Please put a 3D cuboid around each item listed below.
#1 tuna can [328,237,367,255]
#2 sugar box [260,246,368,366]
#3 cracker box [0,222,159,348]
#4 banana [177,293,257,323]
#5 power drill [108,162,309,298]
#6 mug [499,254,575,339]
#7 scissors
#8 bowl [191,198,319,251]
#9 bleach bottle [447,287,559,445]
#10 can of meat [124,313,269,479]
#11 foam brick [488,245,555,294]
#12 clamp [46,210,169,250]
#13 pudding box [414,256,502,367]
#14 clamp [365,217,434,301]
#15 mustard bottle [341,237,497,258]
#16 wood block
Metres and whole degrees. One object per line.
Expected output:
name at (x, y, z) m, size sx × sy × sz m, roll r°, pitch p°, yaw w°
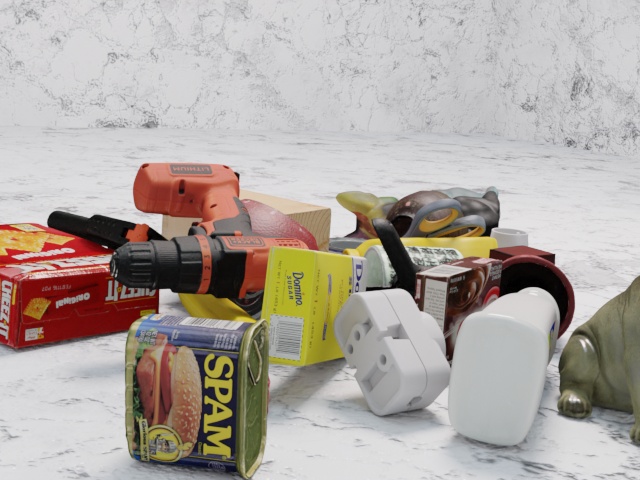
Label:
tuna can at (0.041, 0.020, 1.362) m, size 0.086 × 0.034 × 0.086 m, roll 4°, pitch 11°, yaw -1°
sugar box at (-0.001, 0.055, 0.915) m, size 0.048 × 0.093 × 0.176 m, roll 7°, pitch 0°, yaw 19°
cracker box at (-0.286, 0.036, 1.046) m, size 0.214 × 0.072 × 0.163 m, roll 14°, pitch 14°, yaw 40°
banana at (-0.092, 0.072, 0.980) m, size 0.069 × 0.037 × 0.198 m, roll 34°, pitch -3°, yaw -33°
power drill at (-0.120, -0.010, 0.998) m, size 0.184 × 0.057 × 0.188 m, roll 2°, pitch 29°, yaw -25°
mug at (0.198, 0.052, 1.083) m, size 0.117 × 0.093 × 0.081 m, roll 28°, pitch 9°, yaw 7°
scissors at (0.090, -0.002, 1.234) m, size 0.202 × 0.016 × 0.096 m, roll -15°, pitch -35°, yaw 11°
bowl at (-0.058, 0.001, 1.157) m, size 0.162 × 0.055 × 0.162 m, roll 28°, pitch -11°, yaw 6°
bleach bottle at (0.165, 0.083, 0.888) m, size 0.068 × 0.102 × 0.250 m, roll 12°, pitch 14°, yaw 16°
can of meat at (-0.082, 0.101, 0.709) m, size 0.084 × 0.102 × 0.057 m, roll 4°, pitch 11°, yaw 11°
foam brick at (0.216, 0.049, 1.162) m, size 0.052 × 0.078 × 0.051 m, roll -6°, pitch 15°, yaw -34°
clamp at (-0.201, 0.004, 1.150) m, size 0.164 × 0.036 × 0.210 m, roll 23°, pitch -9°, yaw -22°
pudding box at (0.128, 0.066, 1.000) m, size 0.039 × 0.090 × 0.113 m, roll 10°, pitch 13°, yaw 36°
clamp at (0.073, 0.055, 1.053) m, size 0.171 × 0.120 × 0.039 m, roll 35°, pitch 31°, yaw -31°
mustard bottle at (0.100, 0.030, 1.211) m, size 0.191 × 0.058 × 0.096 m, roll 0°, pitch -24°, yaw -16°
wood block at (-0.095, -0.010, 1.320) m, size 0.206 × 0.090 × 0.090 m, roll 14°, pitch 14°, yaw 39°
